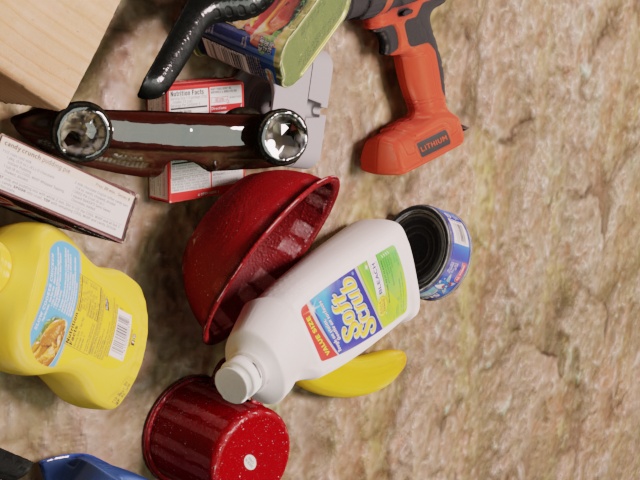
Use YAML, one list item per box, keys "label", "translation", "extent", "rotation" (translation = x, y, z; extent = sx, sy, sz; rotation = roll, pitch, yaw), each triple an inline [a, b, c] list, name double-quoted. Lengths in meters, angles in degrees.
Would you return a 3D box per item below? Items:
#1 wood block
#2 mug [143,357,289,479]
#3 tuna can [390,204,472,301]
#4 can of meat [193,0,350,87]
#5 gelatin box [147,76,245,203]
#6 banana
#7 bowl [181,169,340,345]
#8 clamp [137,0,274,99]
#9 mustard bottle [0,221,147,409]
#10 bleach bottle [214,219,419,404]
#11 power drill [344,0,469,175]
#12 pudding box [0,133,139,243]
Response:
- label: "wood block"
  translation: [-0.227, -0.165, 0.607]
  extent: [0.205, 0.091, 0.090]
  rotation: [34, 75, -44]
- label: "mug"
  translation: [-0.075, 0.150, 0.842]
  extent: [0.093, 0.082, 0.117]
  rotation: [23, 83, -46]
- label: "tuna can"
  translation: [0.095, 0.011, 0.978]
  extent: [0.033, 0.086, 0.086]
  rotation: [17, 88, -44]
- label: "can of meat"
  translation: [-0.037, -0.170, 0.791]
  extent: [0.102, 0.084, 0.057]
  rotation: [-56, 158, -20]
- label: "gelatin box"
  translation: [-0.094, -0.077, 0.807]
  extent: [0.073, 0.030, 0.089]
  rotation: [-13, 108, -42]
- label: "banana"
  translation: [0.013, 0.106, 0.953]
  extent: [0.197, 0.037, 0.069]
  rotation: [30, 78, -45]
- label: "bowl"
  translation: [-0.055, 0.001, 0.814]
  extent: [0.162, 0.055, 0.162]
  rotation: [-50, 170, -13]
- label: "clamp"
  translation: [-0.093, -0.184, 0.733]
  extent: [0.171, 0.039, 0.120]
  rotation: [-40, 94, -25]
- label: "mustard bottle"
  translation: [-0.179, 0.042, 0.684]
  extent: [0.191, 0.058, 0.096]
  rotation: [50, 46, -61]
- label: "bleach bottle"
  translation: [-0.003, 0.067, 0.859]
  extent: [0.250, 0.068, 0.102]
  rotation: [-36, 120, -54]
- label: "power drill"
  translation: [0.060, -0.155, 0.924]
  extent: [0.184, 0.057, 0.188]
  rotation: [-27, 118, -39]
- label: "pudding box"
  translation: [-0.187, -0.036, 0.679]
  extent: [0.113, 0.090, 0.039]
  rotation: [24, 82, -46]
